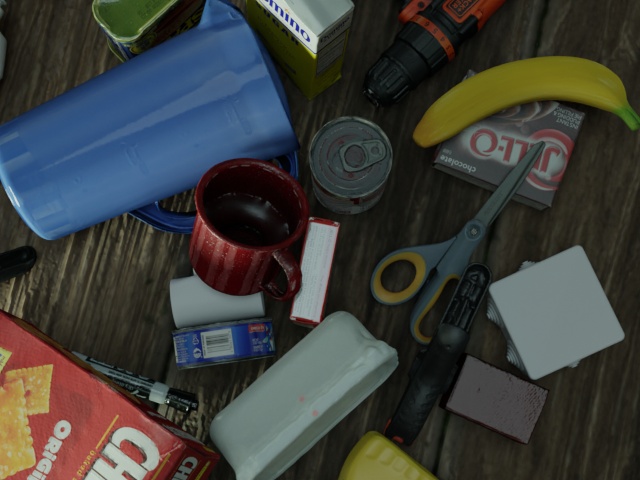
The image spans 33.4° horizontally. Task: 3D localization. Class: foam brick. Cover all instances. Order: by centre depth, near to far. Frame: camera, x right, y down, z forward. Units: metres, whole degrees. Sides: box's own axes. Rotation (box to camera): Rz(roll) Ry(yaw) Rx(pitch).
[{"bbox_3d":[0.148,0.135,0.910,0.078,0.053,0.051,24,84,3],"label":"foam brick"}]

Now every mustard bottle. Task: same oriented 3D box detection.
[{"bbox_3d":[0.022,0.261,0.893,0.096,0.058,0.191,39,85,-6],"label":"mustard bottle"}]

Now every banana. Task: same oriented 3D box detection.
[{"bbox_3d":[0.174,-0.122,0.907,0.198,0.037,0.069,-5,70,-1],"label":"banana"}]

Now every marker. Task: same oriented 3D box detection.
[{"bbox_3d":[-0.164,0.125,0.933,0.121,0.020,0.020,19,83,3],"label":"marker"}]

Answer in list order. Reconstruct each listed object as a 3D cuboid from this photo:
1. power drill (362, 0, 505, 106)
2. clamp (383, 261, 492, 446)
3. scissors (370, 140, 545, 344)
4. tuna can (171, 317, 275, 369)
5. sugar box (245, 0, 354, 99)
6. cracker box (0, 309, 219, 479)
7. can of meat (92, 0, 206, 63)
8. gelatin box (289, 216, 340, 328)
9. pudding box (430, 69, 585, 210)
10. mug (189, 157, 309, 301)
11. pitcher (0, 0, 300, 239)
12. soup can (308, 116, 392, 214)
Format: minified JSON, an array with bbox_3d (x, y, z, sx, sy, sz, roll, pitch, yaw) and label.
[{"bbox_3d":[0.060,-0.236,0.958,0.184,0.057,0.187,-44,87,-8],"label":"power drill"},{"bbox_3d":[0.092,0.107,0.876,0.039,0.120,0.172,26,112,13],"label":"clamp"},{"bbox_3d":[0.112,-0.009,0.927,0.096,0.016,0.202,22,96,7],"label":"scissors"},{"bbox_3d":[-0.081,0.087,0.903,0.086,0.086,0.034,-8,84,0],"label":"tuna can"},{"bbox_3d":[-0.021,-0.185,0.891,0.048,0.176,0.093,-40,84,-5],"label":"sugar box"},{"bbox_3d":[-0.211,0.173,0.811,0.214,0.072,0.164,29,83,26],"label":"cracker box"},{"bbox_3d":[-0.147,-0.206,0.942,0.102,0.084,0.057,-44,84,-5],"label":"can of meat"},{"bbox_3d":[-0.005,0.029,0.915,0.030,0.073,0.089,10,83,1],"label":"gelatin box"},{"bbox_3d":[0.165,-0.088,0.945,0.113,0.039,0.090,21,84,3],"label":"pudding box"},{"bbox_3d":[-0.056,0.001,0.878,0.093,0.082,0.117,-31,69,-32],"label":"mug"},{"bbox_3d":[-0.143,-0.085,0.913,0.243,0.145,0.149,-24,70,1],"label":"pitcher"},{"bbox_3d":[0.025,-0.061,0.912,0.068,0.102,0.068,0,83,1],"label":"soup can"}]
